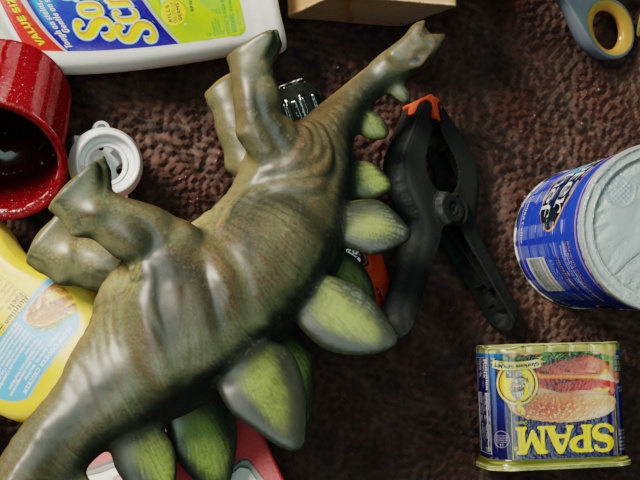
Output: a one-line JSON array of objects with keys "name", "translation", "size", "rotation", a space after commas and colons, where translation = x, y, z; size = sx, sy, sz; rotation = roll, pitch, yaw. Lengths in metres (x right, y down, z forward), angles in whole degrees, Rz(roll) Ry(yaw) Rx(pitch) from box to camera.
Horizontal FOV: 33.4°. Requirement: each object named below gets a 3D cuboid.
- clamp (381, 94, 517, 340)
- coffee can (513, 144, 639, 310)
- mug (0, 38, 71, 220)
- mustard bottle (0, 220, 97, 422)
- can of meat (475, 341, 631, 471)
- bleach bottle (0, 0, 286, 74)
[{"name": "clamp", "translation": [0.088, -0.012, 0.736], "size": [0.120, 0.039, 0.171], "rotation": [12, 74, -43]}, {"name": "coffee can", "translation": [0.197, -0.004, 0.703], "size": [0.102, 0.140, 0.103], "rotation": [0, 87, -6]}, {"name": "mug", "translation": [-0.214, -0.071, 0.676], "size": [0.117, 0.081, 0.093], "rotation": [-11, 132, 5]}, {"name": "mustard bottle", "translation": [-0.188, 0.059, 0.678], "size": [0.192, 0.058, 0.096], "rotation": [35, 86, 13]}, {"name": "can of meat", "translation": [0.158, 0.113, 0.737], "size": [0.102, 0.057, 0.084], "rotation": [-1, 84, -7]}, {"name": "bleach bottle", "translation": [-0.155, -0.150, 0.713], "size": [0.251, 0.068, 0.102], "rotation": [-13, 105, -1]}]
